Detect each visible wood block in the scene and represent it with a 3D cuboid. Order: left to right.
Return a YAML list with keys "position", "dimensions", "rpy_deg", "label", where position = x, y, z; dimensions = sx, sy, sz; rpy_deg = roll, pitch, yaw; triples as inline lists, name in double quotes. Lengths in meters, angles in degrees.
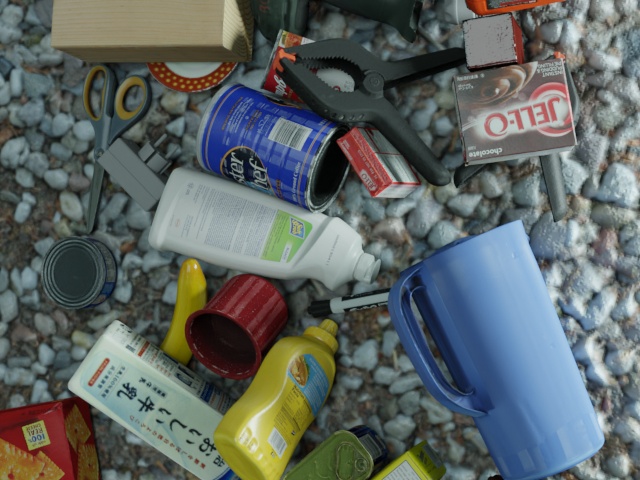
- position: [-0.185, -0.251, 1.189]
  dimensions: [0.206, 0.090, 0.091]
  rpy_deg: [3, 88, 17]
  label: "wood block"

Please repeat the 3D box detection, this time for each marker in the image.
- position: [0.043, 0.066, 1.160]
  dimensions: [0.121, 0.020, 0.020]
  rpy_deg: [-11, 84, 17]
  label: "marker"

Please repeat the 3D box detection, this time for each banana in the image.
- position: [-0.171, 0.112, 1.202]
  dimensions: [0.198, 0.069, 0.037]
  rpy_deg: [-56, 33, 14]
  label: "banana"

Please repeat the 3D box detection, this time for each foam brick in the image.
- position: [0.179, -0.199, 1.100]
  dimensions: [0.053, 0.078, 0.051]
  rpy_deg: [-7, 88, 18]
  label: "foam brick"

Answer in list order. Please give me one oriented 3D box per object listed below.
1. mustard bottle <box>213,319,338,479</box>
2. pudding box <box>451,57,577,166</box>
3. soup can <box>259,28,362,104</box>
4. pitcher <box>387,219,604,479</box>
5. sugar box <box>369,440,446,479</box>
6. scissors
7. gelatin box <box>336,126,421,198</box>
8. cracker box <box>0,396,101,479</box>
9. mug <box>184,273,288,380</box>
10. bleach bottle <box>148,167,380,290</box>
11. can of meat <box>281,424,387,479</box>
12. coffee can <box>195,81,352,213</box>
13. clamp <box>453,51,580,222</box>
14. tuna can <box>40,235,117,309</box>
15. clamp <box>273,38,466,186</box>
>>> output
- position: [-0.034, 0.159, 1.123]
  dimensions: [0.058, 0.096, 0.191]
  rpy_deg: [7, 50, 38]
  label: "mustard bottle"
- position: [0.193, -0.127, 1.068]
  dimensions: [0.113, 0.039, 0.090]
  rpy_deg: [-9, 82, 7]
  label: "pudding box"
- position: [-0.007, -0.178, 1.147]
  dimensions: [0.102, 0.068, 0.068]
  rpy_deg: [19, 93, -5]
  label: "soup can"
- position: [0.176, 0.113, 1.055]
  dimensions: [0.149, 0.145, 0.243]
  rpy_deg: [-24, 83, 12]
  label: "pitcher"
- position: [0.047, 0.282, 1.110]
  dimensions: [0.176, 0.093, 0.048]
  rpy_deg: [-40, 76, 12]
  label: "sugar box"
- position: [-0.241, -0.111, 1.261]
  dimensions: [0.096, 0.016, 0.202]
  rpy_deg: [-6, 86, 17]
  label: "scissors"
- position: [0.062, -0.081, 1.124]
  dimensions: [0.030, 0.089, 0.073]
  rpy_deg: [-37, 76, 23]
  label: "gelatin box"
- position: [-0.339, 0.300, 1.243]
  dimensions: [0.164, 0.072, 0.214]
  rpy_deg: [-12, 85, 17]
  label: "cracker box"
- position: [-0.093, 0.096, 1.162]
  dimensions: [0.093, 0.081, 0.117]
  rpy_deg: [40, 133, -1]
  label: "mug"
- position: [-0.058, 0.001, 1.174]
  dimensions: [0.251, 0.068, 0.102]
  rpy_deg: [20, 91, 15]
  label: "bleach bottle"
- position: [0.018, 0.242, 1.126]
  dimensions: [0.102, 0.083, 0.057]
  rpy_deg: [-42, 76, 11]
  label: "can of meat"
- position: [-0.048, -0.101, 1.149]
  dimensions: [0.140, 0.102, 0.103]
  rpy_deg: [23, 94, 21]
  label: "coffee can"
- position: [0.226, -0.105, 1.101]
  dimensions: [0.120, 0.039, 0.171]
  rpy_deg: [29, 95, 6]
  label: "clamp"
- position: [-0.284, 0.038, 1.258]
  dimensions: [0.086, 0.033, 0.086]
  rpy_deg: [-1, 87, 17]
  label: "tuna can"
- position: [0.057, -0.161, 1.097]
  dimensions: [0.210, 0.036, 0.164]
  rpy_deg: [23, 63, -7]
  label: "clamp"
